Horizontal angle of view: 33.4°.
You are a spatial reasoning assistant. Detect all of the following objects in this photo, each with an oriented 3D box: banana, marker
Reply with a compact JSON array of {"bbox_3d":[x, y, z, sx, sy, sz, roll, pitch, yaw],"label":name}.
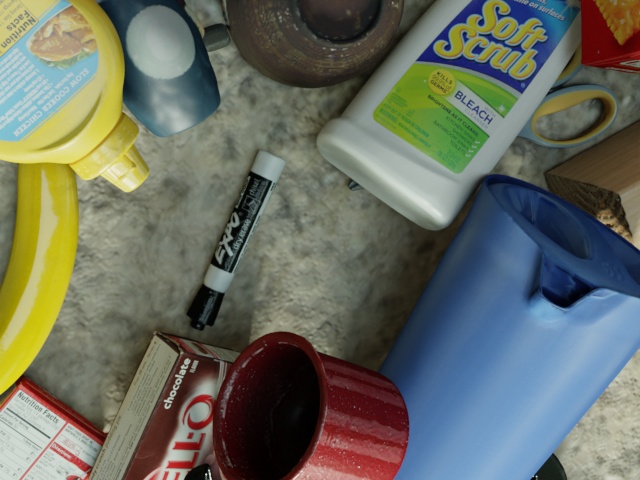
[{"bbox_3d":[-0.184,0.028,0.625,0.069,0.037,0.198,29,92,-23],"label":"banana"},{"bbox_3d":[-0.054,0.001,0.675,0.020,0.020,0.121,22,94,-23],"label":"marker"}]

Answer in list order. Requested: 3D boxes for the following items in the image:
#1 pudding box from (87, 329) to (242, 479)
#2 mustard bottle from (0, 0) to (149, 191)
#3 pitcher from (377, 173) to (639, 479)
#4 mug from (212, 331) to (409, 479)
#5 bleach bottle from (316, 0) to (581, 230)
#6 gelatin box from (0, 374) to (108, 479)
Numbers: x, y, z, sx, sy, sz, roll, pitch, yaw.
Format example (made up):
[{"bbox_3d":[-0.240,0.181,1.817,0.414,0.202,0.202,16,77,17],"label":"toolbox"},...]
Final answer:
[{"bbox_3d":[-0.084,0.119,0.666,0.089,0.039,0.113,20,94,-46],"label":"pudding box"},{"bbox_3d":[-0.156,-0.097,0.536,0.096,0.058,0.191,-41,113,3],"label":"mustard bottle"},{"bbox_3d":[0.104,0.087,0.678,0.149,0.145,0.243,14,116,-36],"label":"pitcher"},{"bbox_3d":[-0.011,0.111,0.628,0.081,0.117,0.093,23,54,-41],"label":"mug"},{"bbox_3d":[0.109,-0.133,0.676,0.102,0.068,0.251,36,82,-3],"label":"bleach bottle"},{"bbox_3d":[-0.184,0.137,0.654,0.073,0.030,0.089,41,84,-23],"label":"gelatin box"}]
